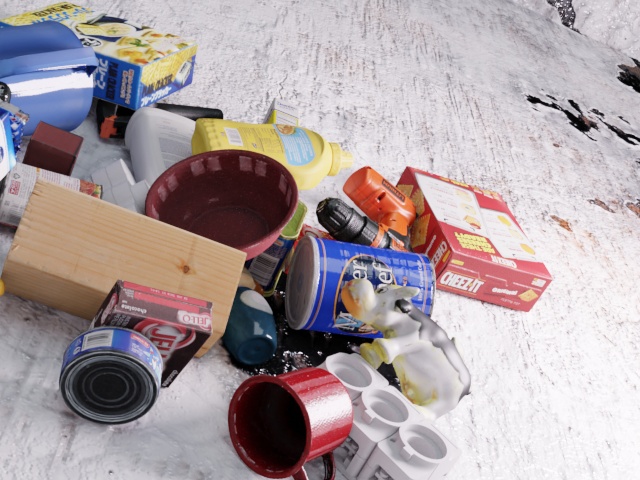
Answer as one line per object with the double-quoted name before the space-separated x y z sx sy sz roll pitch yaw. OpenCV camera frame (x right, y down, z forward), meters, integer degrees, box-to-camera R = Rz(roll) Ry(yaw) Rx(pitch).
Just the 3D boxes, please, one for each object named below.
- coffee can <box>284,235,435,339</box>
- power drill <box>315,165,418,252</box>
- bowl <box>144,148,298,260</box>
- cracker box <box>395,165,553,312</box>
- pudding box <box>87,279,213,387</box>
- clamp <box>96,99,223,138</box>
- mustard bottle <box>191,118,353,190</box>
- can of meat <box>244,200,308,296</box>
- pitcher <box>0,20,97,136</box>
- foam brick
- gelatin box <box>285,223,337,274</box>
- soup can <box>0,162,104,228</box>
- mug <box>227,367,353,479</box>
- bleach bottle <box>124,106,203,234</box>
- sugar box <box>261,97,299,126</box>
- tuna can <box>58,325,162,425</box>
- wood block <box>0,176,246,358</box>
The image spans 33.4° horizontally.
"coffee can" 0.042 0.055 1.173 0.140 0.103 0.103 9 32 -16
"power drill" 0.066 -0.021 1.358 0.184 0.057 0.187 42 24 -20
"bowl" -0.101 -0.025 1.125 0.162 0.055 0.162 -3 44 2
"cracker box" 0.201 -0.003 1.473 0.164 0.072 0.214 15 30 -24
"pudding box" -0.157 0.085 0.950 0.090 0.114 0.039 16 53 -21
"clamp" -0.225 -0.170 1.414 0.164 0.036 0.209 23 26 2
"mustard bottle" -0.051 -0.099 1.258 0.191 0.058 0.096 1 40 -22
"can of meat" -0.058 0.002 1.217 0.057 0.084 0.102 25 27 -3
"pitcher" -0.374 -0.173 1.177 0.145 0.149 0.242 39 33 22
"foam brick" -0.295 -0.079 1.152 0.051 0.078 0.053 20 26 -12
"gelatin box" -0.005 0.018 1.296 0.073 0.030 0.089 20 28 -14
"soup can" -0.283 -0.038 1.103 0.102 0.069 0.068 16 29 -20
"mug" -0.018 0.171 0.967 0.081 0.093 0.117 -8 70 -55
"bleach bottle" -0.172 -0.060 1.248 0.102 0.068 0.251 15 32 -22
"sugar box" -0.062 -0.110 1.397 0.048 0.093 0.176 20 27 -15
"tuna can" -0.178 0.116 0.909 0.086 0.086 0.034 19 30 -16
"wood block" -0.188 0.029 1.012 0.206 0.090 0.090 21 64 -13
